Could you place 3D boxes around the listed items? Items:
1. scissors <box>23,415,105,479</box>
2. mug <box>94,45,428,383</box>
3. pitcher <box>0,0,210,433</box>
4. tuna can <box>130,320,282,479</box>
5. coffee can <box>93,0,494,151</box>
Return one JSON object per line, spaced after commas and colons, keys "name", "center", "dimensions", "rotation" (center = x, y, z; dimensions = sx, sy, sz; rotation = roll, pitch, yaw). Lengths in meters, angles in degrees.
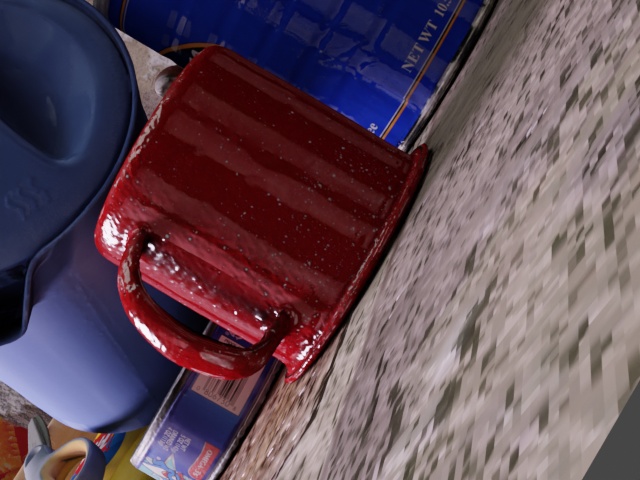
{"name": "scissors", "center": [-0.164, 0.140, 0.587], "dimensions": [0.096, 0.016, 0.202], "rotation": [-55, 18, -21]}
{"name": "mug", "center": [-0.026, -0.004, 0.351], "dimensions": [0.093, 0.081, 0.117], "rotation": [-56, 5, 46]}
{"name": "pitcher", "center": [-0.124, -0.004, 0.493], "dimensions": [0.149, 0.145, 0.243], "rotation": [-59, -17, -20]}
{"name": "tuna can", "center": [-0.046, 0.065, 0.454], "dimensions": [0.086, 0.033, 0.086], "rotation": [-60, 3, 5]}
{"name": "coffee can", "center": [-0.010, -0.103, 0.454], "dimensions": [0.103, 0.140, 0.103], "rotation": [-59, 3, 5]}
